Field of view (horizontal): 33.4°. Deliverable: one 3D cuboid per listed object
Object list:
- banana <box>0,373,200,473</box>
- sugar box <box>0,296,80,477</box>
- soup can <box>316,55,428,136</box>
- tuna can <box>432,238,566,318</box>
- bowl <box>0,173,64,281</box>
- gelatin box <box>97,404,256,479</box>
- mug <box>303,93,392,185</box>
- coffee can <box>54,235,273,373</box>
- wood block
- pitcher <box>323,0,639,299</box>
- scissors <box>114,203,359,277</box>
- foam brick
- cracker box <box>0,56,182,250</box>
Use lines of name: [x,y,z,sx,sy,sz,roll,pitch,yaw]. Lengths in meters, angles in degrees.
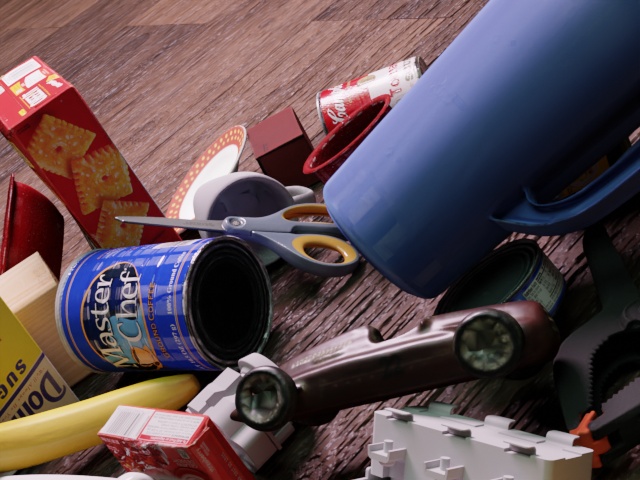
banana: [-0.185,0.138,0.780,0.197,0.037,0.070,-13,-9,-29]
sugar box: [-0.268,0.095,0.821,0.093,0.176,0.048,-45,31,-26]
soup can: [0.056,-0.124,0.997,0.102,0.068,0.068,-18,31,17]
tuna can: [0.116,0.040,0.693,0.086,0.033,0.086,-39,14,11]
bowl: [-0.279,0.019,1.023,0.055,0.162,0.162,6,24,-17]
gelatin box: [-0.092,0.145,0.695,0.089,0.073,0.030,-1,40,39]
mug: [0.054,-0.062,0.858,0.117,0.081,0.093,-27,22,46]
coffee can: [-0.123,0.052,0.838,0.141,0.102,0.102,-6,36,35]
wood block: [-0.296,0.113,0.907,0.206,0.090,0.090,-35,29,-11]
pitcher: [0.123,-0.071,0.686,0.243,0.145,0.149,-45,4,13]
scissors: [-0.056,0.001,0.855,0.201,0.016,0.096,-5,39,-22]
foam brick: [-0.034,-0.085,1.030,0.053,0.051,0.078,-27,29,5]
cracker box: [-0.208,-0.050,0.960,0.072,0.213,0.164,-37,29,-11]
